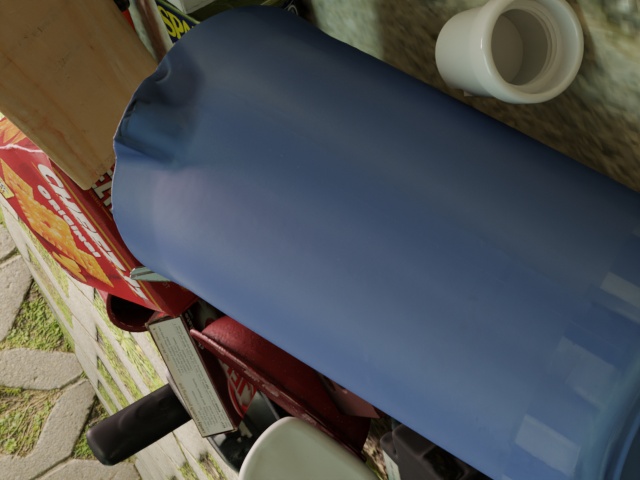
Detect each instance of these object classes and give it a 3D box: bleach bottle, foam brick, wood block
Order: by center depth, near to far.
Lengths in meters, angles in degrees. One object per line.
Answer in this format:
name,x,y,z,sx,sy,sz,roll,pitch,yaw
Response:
wood block,-0.169,-0.122,0.605,0.091,0.090,0.206,42,173,22
foam brick,0.032,0.080,0.693,0.053,0.051,0.078,59,161,-2
bleach bottle,0.000,0.188,0.816,0.102,0.068,0.251,35,171,8

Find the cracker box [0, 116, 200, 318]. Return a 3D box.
cracker box,-0.186,-0.029,0.866,0.214,0.072,0.164,11,140,57

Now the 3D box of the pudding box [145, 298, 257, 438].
pudding box,-0.092,0.091,0.879,0.113,0.039,0.090,64,-160,-16

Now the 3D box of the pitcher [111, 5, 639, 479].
pitcher,0.044,0.006,0.427,0.243,0.149,0.145,31,143,36

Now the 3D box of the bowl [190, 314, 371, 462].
bowl,-0.017,0.095,0.792,0.162,0.055,0.162,35,169,8

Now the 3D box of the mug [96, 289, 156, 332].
mug,-0.207,0.033,1.197,0.082,0.093,0.117,45,127,48
